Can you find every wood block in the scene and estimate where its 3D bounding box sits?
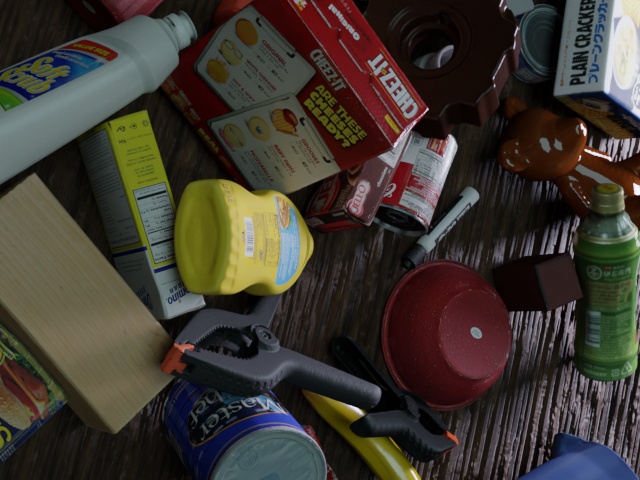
[{"bbox_3d":[-0.219,0.054,0.902,0.090,0.090,0.206,-44,106,-24],"label":"wood block"}]

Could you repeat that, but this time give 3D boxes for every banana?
[{"bbox_3d":[0.052,0.207,1.048,0.037,0.069,0.198,-38,93,7],"label":"banana"}]

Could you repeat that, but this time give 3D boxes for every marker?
[{"bbox_3d":[0.126,-0.012,1.132,0.121,0.020,0.020,-45,106,-24],"label":"marker"}]

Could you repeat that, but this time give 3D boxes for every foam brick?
[{"bbox_3d":[0.233,0.046,1.151,0.052,0.078,0.051,-19,95,-26],"label":"foam brick"}]

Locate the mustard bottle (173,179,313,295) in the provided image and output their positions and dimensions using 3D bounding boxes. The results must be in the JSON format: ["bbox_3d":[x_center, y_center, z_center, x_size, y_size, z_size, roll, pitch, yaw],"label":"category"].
[{"bbox_3d":[-0.057,0.001,0.956,0.191,0.058,0.096,6,81,-64],"label":"mustard bottle"}]

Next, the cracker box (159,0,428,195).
[{"bbox_3d":[-0.032,-0.132,0.947,0.164,0.214,0.072,52,53,-13],"label":"cracker box"}]

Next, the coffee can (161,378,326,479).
[{"bbox_3d":[-0.069,0.177,0.925,0.102,0.140,0.103,-9,112,-22],"label":"coffee can"}]

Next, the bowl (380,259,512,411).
[{"bbox_3d":[0.145,0.098,1.112,0.161,0.055,0.162,3,84,-28],"label":"bowl"}]

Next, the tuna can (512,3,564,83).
[{"bbox_3d":[0.246,-0.223,1.207,0.086,0.034,0.086,3,84,-28],"label":"tuna can"}]

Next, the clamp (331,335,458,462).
[{"bbox_3d":[0.072,0.163,1.059,0.171,0.039,0.120,35,31,-43],"label":"clamp"}]

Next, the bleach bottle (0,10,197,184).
[{"bbox_3d":[-0.219,-0.124,0.889,0.250,0.103,0.068,-33,133,-18],"label":"bleach bottle"}]

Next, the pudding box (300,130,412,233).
[{"bbox_3d":[0.034,-0.064,1.048,0.039,0.090,0.113,36,69,-23],"label":"pudding box"}]

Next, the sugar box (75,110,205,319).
[{"bbox_3d":[-0.159,-0.019,0.939,0.048,0.093,0.176,-21,96,-28],"label":"sugar box"}]

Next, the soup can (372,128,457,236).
[{"bbox_3d":[0.094,-0.064,1.092,0.068,0.069,0.102,29,72,-23],"label":"soup can"}]

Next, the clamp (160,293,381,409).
[{"bbox_3d":[-0.047,0.101,0.929,0.165,0.036,0.209,43,26,24],"label":"clamp"}]

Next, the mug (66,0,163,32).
[{"bbox_3d":[-0.179,-0.238,0.940,0.093,0.117,0.081,36,72,12],"label":"mug"}]

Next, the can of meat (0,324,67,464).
[{"bbox_3d":[-0.274,0.127,0.885,0.083,0.058,0.102,-45,106,-26],"label":"can of meat"}]
